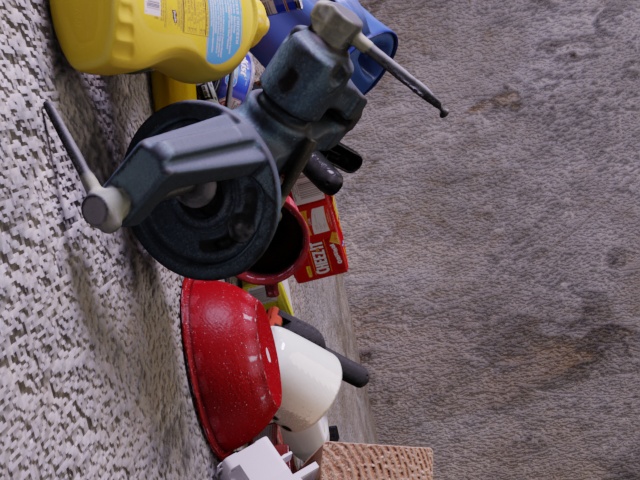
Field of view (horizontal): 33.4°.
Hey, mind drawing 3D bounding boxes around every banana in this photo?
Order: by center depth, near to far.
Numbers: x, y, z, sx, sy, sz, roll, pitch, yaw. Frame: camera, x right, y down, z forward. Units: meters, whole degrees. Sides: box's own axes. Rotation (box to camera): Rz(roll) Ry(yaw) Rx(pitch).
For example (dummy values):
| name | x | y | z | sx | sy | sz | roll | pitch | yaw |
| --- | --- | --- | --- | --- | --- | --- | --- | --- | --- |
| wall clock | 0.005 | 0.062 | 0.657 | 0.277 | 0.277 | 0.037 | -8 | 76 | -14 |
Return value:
| name | x | y | z | sx | sy | sz | roll | pitch | yaw |
| --- | --- | --- | --- | --- | --- | --- | --- | --- | --- |
| banana | -0.126 | -0.145 | 0.931 | 0.069 | 0.037 | 0.198 | 72 | 7 | -52 |

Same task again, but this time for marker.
| name | x | y | z | sx | sy | sz | roll | pitch | yaw |
| --- | --- | --- | --- | --- | --- | --- | --- | --- | --- |
| marker | -0.106 | -0.141 | 0.953 | 0.121 | 0.020 | 0.020 | -112 | -175 | -49 |

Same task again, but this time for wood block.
| name | x | y | z | sx | sy | sz | roll | pitch | yaw |
| --- | --- | --- | --- | --- | --- | --- | --- | --- | --- |
| wood block | 0.032 | 0.233 | 0.925 | 0.206 | 0.090 | 0.090 | 111 | -18 | -71 |

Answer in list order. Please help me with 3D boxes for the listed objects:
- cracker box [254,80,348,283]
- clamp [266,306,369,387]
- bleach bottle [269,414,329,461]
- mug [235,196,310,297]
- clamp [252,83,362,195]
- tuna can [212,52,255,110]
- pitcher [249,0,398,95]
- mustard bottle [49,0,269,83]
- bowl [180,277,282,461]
| name | x | y | z | sx | sy | sz | roll | pitch | yaw |
| --- | --- | --- | --- | --- | --- | --- | --- | --- | --- |
| cracker box | -0.026 | -0.079 | 1.272 | 0.214 | 0.072 | 0.164 | -101 | 176 | -53 |
| clamp | -0.031 | 0.125 | 1.209 | 0.171 | 0.120 | 0.039 | 47 | 44 | -44 |
| bleach bottle | -0.024 | 0.196 | 1.186 | 0.251 | 0.068 | 0.102 | 75 | 5 | -61 |
| mug | -0.057 | 0.001 | 1.103 | 0.081 | 0.093 | 0.117 | -103 | -178 | -74 |
| clamp | -0.045 | -0.122 | 1.088 | 0.210 | 0.036 | 0.164 | 38 | 14 | 7 |
| tuna can | -0.098 | -0.142 | 0.997 | 0.086 | 0.033 | 0.086 | -35 | -134 | 45 |
| pitcher | -0.037 | -0.262 | 1.202 | 0.243 | 0.149 | 0.144 | 46 | 24 | 15 |
| mustard bottle | -0.094 | -0.155 | 0.714 | 0.191 | 0.058 | 0.096 | -7 | 89 | -58 |
| bowl | -0.069 | 0.100 | 0.894 | 0.162 | 0.055 | 0.162 | -12 | 90 | -85 |
